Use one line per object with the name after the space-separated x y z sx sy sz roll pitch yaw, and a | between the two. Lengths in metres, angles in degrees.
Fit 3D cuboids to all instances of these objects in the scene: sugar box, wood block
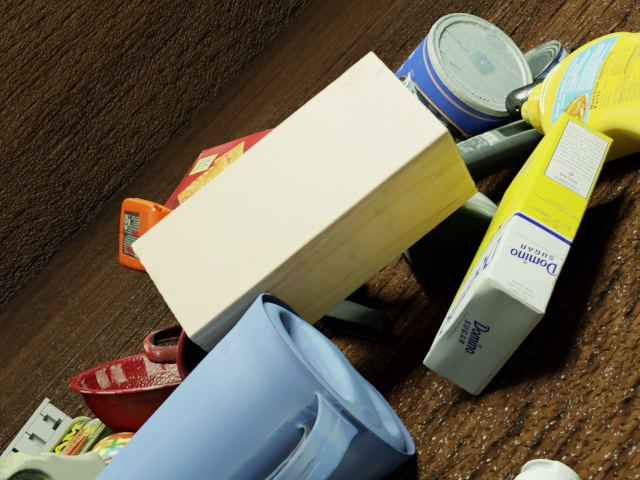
0.126 0.005 0.674 0.176 0.048 0.093 -53 -7 -43 | sugar box
-0.009 -0.014 0.718 0.206 0.090 0.091 -39 57 1 | wood block

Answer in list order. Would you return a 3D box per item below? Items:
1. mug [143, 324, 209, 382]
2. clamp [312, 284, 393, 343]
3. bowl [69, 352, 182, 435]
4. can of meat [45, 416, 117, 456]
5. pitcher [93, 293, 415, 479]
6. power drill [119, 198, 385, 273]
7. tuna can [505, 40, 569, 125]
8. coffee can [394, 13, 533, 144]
-0.077 0.077 0.823 0.117 0.093 0.081 -7 15 -7 | mug
0.004 0.062 0.893 0.165 0.036 0.210 -34 21 28 | clamp
-0.133 0.134 0.930 0.162 0.055 0.162 -9 6 1 | bowl
-0.222 0.215 1.013 0.084 0.057 0.102 -18 29 52 | can of meat
-0.069 0.160 0.644 0.243 0.149 0.145 -45 55 5 | pitcher
-0.056 0.001 0.850 0.185 0.187 0.057 -174 88 -65 | power drill
0.194 -0.142 0.978 0.086 0.033 0.086 -39 15 13 | tuna can
0.105 -0.116 0.942 0.141 0.103 0.102 -47 7 49 | coffee can
